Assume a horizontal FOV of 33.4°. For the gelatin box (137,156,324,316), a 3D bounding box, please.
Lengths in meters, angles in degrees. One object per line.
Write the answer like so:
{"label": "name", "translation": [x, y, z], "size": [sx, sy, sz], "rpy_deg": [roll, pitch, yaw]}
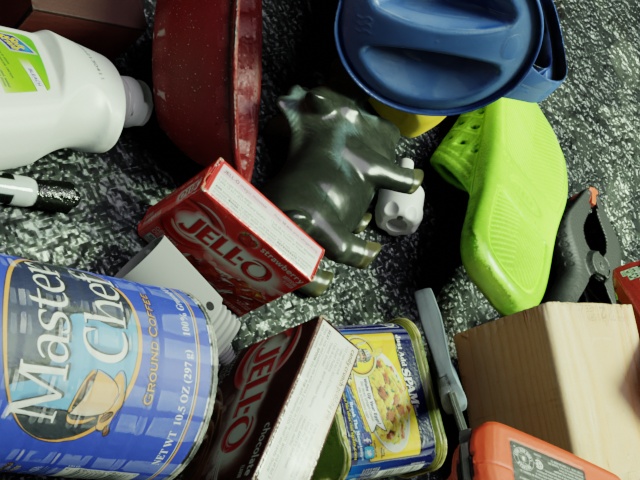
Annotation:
{"label": "gelatin box", "translation": [-0.054, 0.001, 0.640], "size": [0.089, 0.073, 0.030], "rpy_deg": [41, 48, -20]}

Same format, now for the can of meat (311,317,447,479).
{"label": "can of meat", "translation": [0.023, 0.102, 0.672], "size": [0.083, 0.058, 0.102], "rpy_deg": [1, 69, -40]}

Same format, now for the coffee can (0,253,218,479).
{"label": "coffee can", "translation": [-0.135, 0.061, 0.514], "size": [0.140, 0.103, 0.103], "rpy_deg": [15, 60, -37]}

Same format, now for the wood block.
{"label": "wood block", "translation": [0.163, 0.151, 0.692], "size": [0.090, 0.091, 0.206], "rpy_deg": [4, 70, -36]}

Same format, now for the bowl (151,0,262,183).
{"label": "bowl", "translation": [-0.069, -0.112, 0.658], "size": [0.055, 0.162, 0.162], "rpy_deg": [2, 61, 1]}

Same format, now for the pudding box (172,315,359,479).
{"label": "pudding box", "translation": [-0.034, 0.104, 0.594], "size": [0.039, 0.090, 0.113], "rpy_deg": [40, 48, -21]}

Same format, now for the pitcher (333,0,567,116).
{"label": "pitcher", "translation": [0.095, -0.206, 0.761], "size": [0.242, 0.145, 0.149], "rpy_deg": [-81, 161, -44]}

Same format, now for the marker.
{"label": "marker", "translation": [-0.185, -0.030, 0.575], "size": [0.120, 0.020, 0.020], "rpy_deg": [8, 64, -40]}

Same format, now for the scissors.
{"label": "scissors", "translation": [0.077, 0.078, 0.668], "size": [0.201, 0.016, 0.096], "rpy_deg": [23, 52, -86]}

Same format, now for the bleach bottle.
{"label": "bleach bottle", "translation": [-0.186, -0.072, 0.549], "size": [0.250, 0.068, 0.103], "rpy_deg": [-4, 53, -50]}

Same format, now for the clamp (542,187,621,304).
{"label": "clamp", "translation": [0.218, 0.029, 0.900], "size": [0.120, 0.039, 0.171], "rpy_deg": [22, 53, -39]}

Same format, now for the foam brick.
{"label": "foam brick", "translation": [-0.152, -0.142, 0.639], "size": [0.078, 0.051, 0.053], "rpy_deg": [1, 69, -42]}
